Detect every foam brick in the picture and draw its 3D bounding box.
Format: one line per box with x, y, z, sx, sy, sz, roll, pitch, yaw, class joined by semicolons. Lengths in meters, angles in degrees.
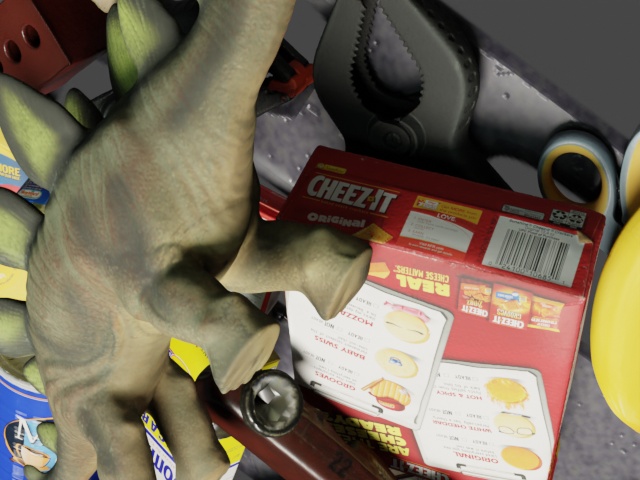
-0.163;-0.119;0.628;0.078;0.051;0.053;-22;103;43;foam brick

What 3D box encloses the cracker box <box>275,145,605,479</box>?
0.067;0.057;0.624;0.164;0.072;0.214;14;140;17;cracker box

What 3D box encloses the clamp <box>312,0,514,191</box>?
0.039;-0.061;0.611;0.165;0.036;0.210;-5;122;28;clamp

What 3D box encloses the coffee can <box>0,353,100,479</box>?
-0.202;0.122;0.807;0.103;0.102;0.140;23;128;11;coffee can
